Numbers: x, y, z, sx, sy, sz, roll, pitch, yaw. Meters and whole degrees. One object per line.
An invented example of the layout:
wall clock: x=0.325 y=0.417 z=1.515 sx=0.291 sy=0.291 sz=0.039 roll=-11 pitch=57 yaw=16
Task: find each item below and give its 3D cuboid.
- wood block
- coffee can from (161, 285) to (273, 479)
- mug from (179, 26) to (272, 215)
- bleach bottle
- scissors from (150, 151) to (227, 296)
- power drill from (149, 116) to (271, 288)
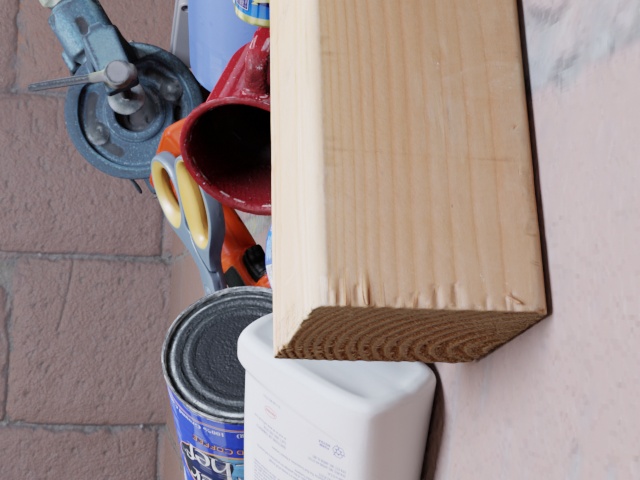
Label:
wood block: x=0.030 y=-0.058 z=0.452 sx=0.090 sy=0.090 sz=0.206 roll=123 pitch=148 yaw=-68
coffee can: x=-0.045 y=0.113 z=0.701 sx=0.140 sy=0.102 sz=0.103 roll=89 pitch=175 yaw=-49
mug: x=-0.034 y=-0.085 z=0.677 sx=0.081 sy=0.093 sz=0.117 roll=-70 pitch=-16 yaw=-44
bleach bottle: x=-0.003 y=0.166 z=0.577 sx=0.103 sy=0.067 sz=0.251 roll=28 pitch=123 yaw=37
scissors: x=-0.086 y=0.020 z=0.769 sx=0.096 sy=0.016 sz=0.202 roll=38 pitch=142 yaw=45
power drill: x=-0.055 y=0.001 z=0.777 sx=0.188 sy=0.057 sz=0.185 roll=62 pitch=156 yaw=11
